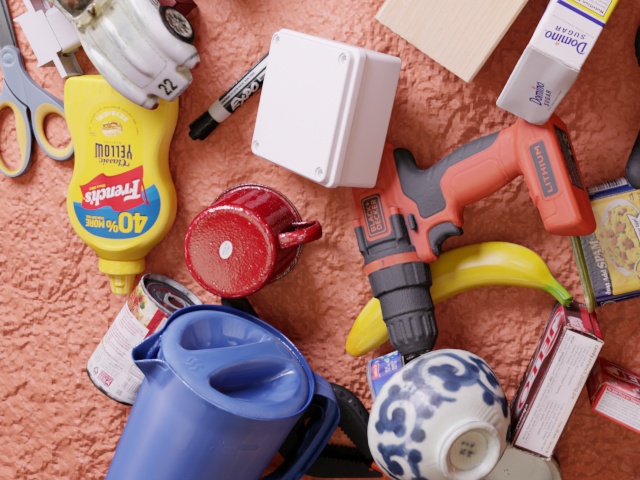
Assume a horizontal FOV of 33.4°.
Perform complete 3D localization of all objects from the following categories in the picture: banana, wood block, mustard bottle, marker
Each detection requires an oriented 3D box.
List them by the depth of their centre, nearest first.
[{"bbox_3d":[0.139,-0.232,0.820,0.091,0.090,0.206,35,105,3],"label":"wood block"},{"bbox_3d":[0.107,0.043,0.898,0.198,0.037,0.069,-17,60,20],"label":"banana"},{"bbox_3d":[-0.069,-0.128,0.919,0.121,0.020,0.020,-40,91,16],"label":"marker"},{"bbox_3d":[-0.174,-0.047,0.937,0.096,0.058,0.192,3,102,6],"label":"mustard bottle"}]

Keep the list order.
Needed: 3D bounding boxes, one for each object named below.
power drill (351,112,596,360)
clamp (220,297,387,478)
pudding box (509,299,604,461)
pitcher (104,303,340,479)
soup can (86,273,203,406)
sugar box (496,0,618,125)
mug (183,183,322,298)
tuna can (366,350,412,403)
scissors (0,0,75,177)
[{"bbox_3d":[0.116,-0.013,0.845,0.188,0.057,0.184,-19,77,26],"label":"power drill"},{"bbox_3d":[-0.035,0.161,0.959,0.210,0.036,0.165,33,115,0],"label":"clamp"},{"bbox_3d":[0.192,0.111,0.875,0.039,0.090,0.113,20,105,6],"label":"pudding box"},{"bbox_3d":[-0.102,0.186,0.906,0.149,0.144,0.243,37,120,16],"label":"pitcher"},{"bbox_3d":[-0.156,0.090,0.955,0.068,0.068,0.102,36,106,3],"label":"soup can"},{"bbox_3d":[0.193,-0.176,0.776,0.048,0.093,0.176,27,72,4],"label":"sugar box"},{"bbox_3d":[-0.056,0.001,0.909,0.117,0.081,0.093,-6,100,13],"label":"mug"},{"bbox_3d":[0.072,0.136,0.908,0.034,0.086,0.086,-23,96,13],"label":"tuna can"},{"bbox_3d":[-0.259,-0.154,0.955,0.096,0.016,0.202,7,102,9],"label":"scissors"}]
